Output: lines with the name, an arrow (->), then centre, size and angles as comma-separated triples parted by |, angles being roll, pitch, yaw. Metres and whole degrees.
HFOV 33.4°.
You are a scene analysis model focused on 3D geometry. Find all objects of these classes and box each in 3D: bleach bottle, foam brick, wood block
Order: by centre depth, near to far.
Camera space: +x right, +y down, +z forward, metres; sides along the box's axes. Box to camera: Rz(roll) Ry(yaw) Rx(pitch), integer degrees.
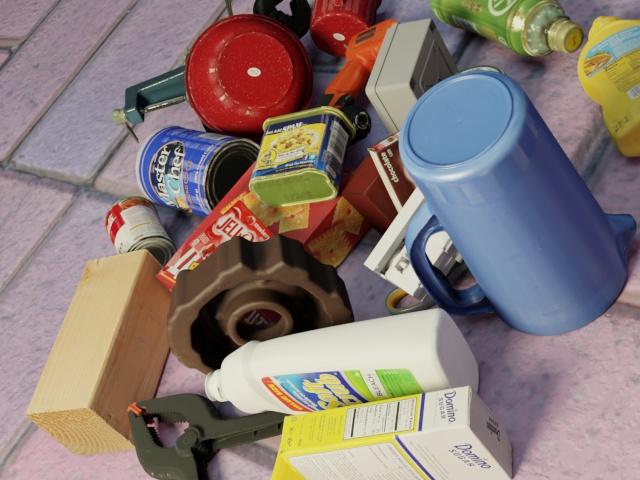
bleach bottle -> 0.009, 0.125, 0.975 | 0.251, 0.102, 0.068 | -11, 41, 28
foam brick -> 0.069, -0.044, 1.107 | 0.053, 0.078, 0.051 | -52, 26, -15
wood block -> -0.232, 0.123, 1.181 | 0.091, 0.090, 0.206 | -12, 46, 29

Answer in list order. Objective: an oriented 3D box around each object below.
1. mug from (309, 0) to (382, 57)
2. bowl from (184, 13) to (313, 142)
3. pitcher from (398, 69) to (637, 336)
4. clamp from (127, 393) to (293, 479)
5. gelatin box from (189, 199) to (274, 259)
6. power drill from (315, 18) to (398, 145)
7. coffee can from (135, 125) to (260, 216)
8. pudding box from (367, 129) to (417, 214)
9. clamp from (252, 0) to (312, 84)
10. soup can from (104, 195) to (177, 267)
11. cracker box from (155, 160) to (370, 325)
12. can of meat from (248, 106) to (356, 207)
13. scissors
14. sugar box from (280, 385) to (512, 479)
mug -> 0.030, -0.299, 1.368 | 0.093, 0.117, 0.081 | 4, 56, 7
bowl -> -0.083, -0.202, 1.297 | 0.162, 0.162, 0.055 | -46, 6, -9
pitcher -> 0.153, -0.025, 0.902 | 0.145, 0.242, 0.149 | 17, 70, 41
clamp -> -0.113, 0.199, 1.057 | 0.164, 0.036, 0.210 | -48, 44, -14
gelatin box -> -0.087, 0.006, 1.115 | 0.073, 0.030, 0.089 | -42, 42, -2
power drill -> 0.037, -0.173, 1.248 | 0.187, 0.057, 0.185 | -54, 21, -22
coffee can -> -0.143, -0.082, 1.298 | 0.141, 0.102, 0.102 | 15, 63, 45
pudding box -> 0.111, -0.063, 1.063 | 0.090, 0.113, 0.039 | -30, 15, -7
clamp -> -0.065, -0.275, 1.377 | 0.039, 0.120, 0.171 | 132, 150, -50
soup can -> -0.220, -0.001, 1.308 | 0.068, 0.068, 0.102 | -38, 39, 1
cracker box -> -0.058, 0.001, 1.176 | 0.213, 0.072, 0.164 | -50, 41, -13
can of meat -> -0.020, -0.086, 1.127 | 0.102, 0.057, 0.084 | -8, 53, 32
scissors -> 0.145, 0.004, 1.060 | 0.202, 0.016, 0.096 | -35, 39, 5
sugar box -> 0.063, 0.174, 0.900 | 0.176, 0.093, 0.048 | -16, 45, 25
